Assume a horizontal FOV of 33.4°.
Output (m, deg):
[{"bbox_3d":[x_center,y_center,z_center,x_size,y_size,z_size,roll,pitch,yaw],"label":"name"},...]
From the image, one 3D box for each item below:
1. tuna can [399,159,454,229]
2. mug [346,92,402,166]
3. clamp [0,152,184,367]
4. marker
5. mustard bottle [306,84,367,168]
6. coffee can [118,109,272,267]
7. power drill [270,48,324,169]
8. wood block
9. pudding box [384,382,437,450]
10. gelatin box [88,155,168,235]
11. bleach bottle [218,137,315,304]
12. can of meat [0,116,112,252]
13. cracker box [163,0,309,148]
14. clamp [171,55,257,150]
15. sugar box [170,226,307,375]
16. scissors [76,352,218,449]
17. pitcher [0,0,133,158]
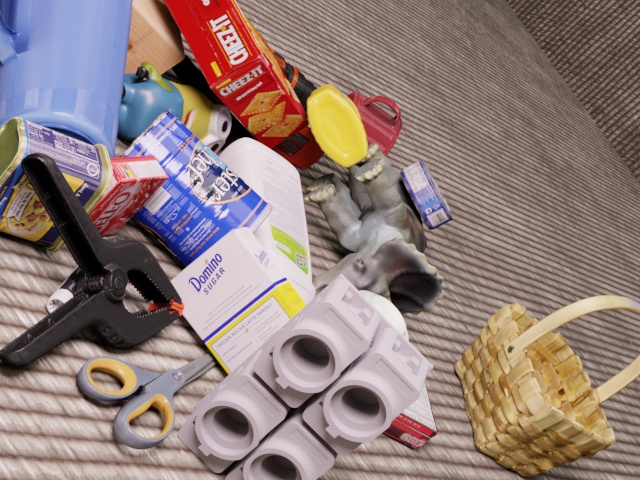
[{"bbox_3d":[0.133,-0.057,1.335,0.086,0.034,0.086,60,9,-16],"label":"tuna can"},{"bbox_3d":[0.066,-0.167,1.541,0.081,0.117,0.093,33,47,-18],"label":"mug"},{"bbox_3d":[-0.182,0.044,0.865,0.209,0.036,0.164,41,51,-54],"label":"clamp"},{"bbox_3d":[-0.204,0.029,0.917,0.020,0.020,0.121,42,25,-10],"label":"marker"},{"bbox_3d":[0.021,-0.148,1.334,0.096,0.058,0.191,58,7,-9],"label":"mustard bottle"},{"bbox_3d":[-0.132,-0.043,1.042,0.140,0.103,0.102,43,25,-7],"label":"coffee can"},{"bbox_3d":[-0.048,-0.182,1.449,0.184,0.057,0.188,27,29,-36],"label":"power drill"},{"bbox_3d":[-0.246,-0.262,1.143,0.206,0.091,0.090,46,20,-43],"label":"wood block"},{"bbox_3d":[0.075,0.159,1.148,0.090,0.039,0.113,33,30,-29],"label":"pudding box"},{"bbox_3d":[-0.189,-0.037,0.955,0.030,0.089,0.073,54,26,12],"label":"gelatin box"},{"bbox_3d":[-0.058,0.001,1.146,0.102,0.068,0.251,31,31,-31],"label":"bleach bottle"},{"bbox_3d":[-0.236,-0.046,0.881,0.083,0.102,0.057,21,34,-40],"label":"can of meat"},{"bbox_3d":[-0.098,-0.214,1.216,0.164,0.072,0.213,61,4,18],"label":"cracker box"},{"bbox_3d":[-0.122,-0.159,1.310,0.120,0.039,0.171,15,39,-47],"label":"clamp"},{"bbox_3d":[-0.054,0.083,0.975,0.176,0.093,0.048,54,17,7],"label":"sugar box"},{"bbox_3d":[-0.142,0.110,0.900,0.096,0.016,0.201,39,19,-6],"label":"scissors"},{"bbox_3d":[-0.248,-0.173,0.984,0.149,0.145,0.243,5,53,-14],"label":"pitcher"}]
